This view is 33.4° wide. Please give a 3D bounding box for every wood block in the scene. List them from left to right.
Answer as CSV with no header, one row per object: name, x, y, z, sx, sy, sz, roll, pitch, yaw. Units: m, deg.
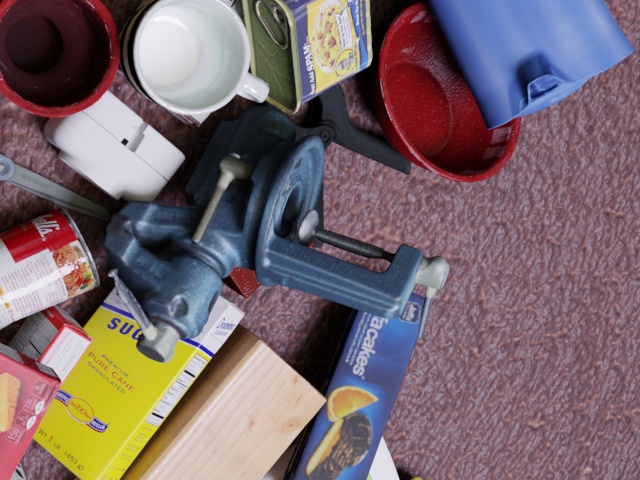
wood block,-0.107,0.173,0.888,0.206,0.091,0.090,-49,120,-9

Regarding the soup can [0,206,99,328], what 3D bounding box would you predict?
soup can,-0.227,0.026,0.799,0.102,0.069,0.068,-26,114,-20

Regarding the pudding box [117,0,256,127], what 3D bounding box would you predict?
pudding box,-0.101,-0.159,0.837,0.090,0.039,0.113,37,82,-29

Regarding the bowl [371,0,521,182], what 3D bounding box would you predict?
bowl,0.099,-0.123,0.927,0.161,0.055,0.162,10,73,-34

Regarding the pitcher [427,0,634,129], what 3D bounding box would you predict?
pitcher,0.144,-0.225,0.880,0.144,0.149,0.243,-30,94,-21

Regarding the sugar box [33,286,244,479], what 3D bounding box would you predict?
sugar box,-0.151,0.099,0.843,0.176,0.093,0.048,-55,160,-5

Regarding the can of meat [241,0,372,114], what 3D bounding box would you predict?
can of meat,-0.008,-0.163,0.830,0.083,0.058,0.102,-33,139,-27

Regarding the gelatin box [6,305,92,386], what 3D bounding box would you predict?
gelatin box,-0.219,0.096,0.817,0.030,0.073,0.089,36,84,-30

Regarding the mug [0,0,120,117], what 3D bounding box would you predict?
mug,-0.198,-0.151,0.760,0.093,0.082,0.117,5,100,-30

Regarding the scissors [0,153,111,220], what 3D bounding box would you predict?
scissors,-0.243,-0.075,0.794,0.201,0.016,0.096,9,98,-30

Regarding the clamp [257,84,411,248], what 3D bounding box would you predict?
clamp,0.007,-0.092,0.913,0.120,0.039,0.171,-34,116,-23
